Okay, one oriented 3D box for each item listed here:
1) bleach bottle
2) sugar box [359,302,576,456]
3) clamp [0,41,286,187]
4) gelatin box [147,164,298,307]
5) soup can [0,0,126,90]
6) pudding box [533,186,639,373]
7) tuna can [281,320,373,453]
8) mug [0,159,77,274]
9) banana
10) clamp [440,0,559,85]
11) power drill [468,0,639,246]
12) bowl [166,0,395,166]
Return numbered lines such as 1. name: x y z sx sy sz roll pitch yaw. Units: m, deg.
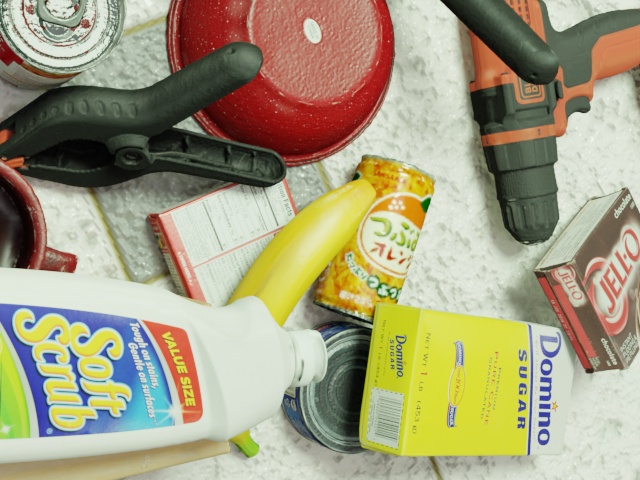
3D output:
1. bleach bottle: -0.115 0.057 0.539 0.250 0.068 0.102 0 91 -26
2. sugar box: 0.104 0.096 0.715 0.175 0.048 0.093 9 88 -41
3. clamp: -0.103 -0.068 0.609 0.171 0.120 0.039 -4 53 -6
4. gelatin box: -0.054 0.001 0.679 0.089 0.030 0.073 -25 100 -21
5. soup can: -0.152 -0.121 0.592 0.068 0.102 0.068 -1 92 -24
6. pudding box: 0.206 0.028 0.767 0.113 0.039 0.090 -44 111 -45
7. tuna can: 0.018 0.098 0.712 0.086 0.034 0.086 -1 92 -23
8. mug: -0.193 0.000 0.590 0.117 0.082 0.093 13 87 -23
9. banana: -0.031 0.046 0.660 0.069 0.037 0.198 8 112 -57
10. clamp: 0.068 -0.181 0.675 0.210 0.036 0.164 19 46 -11
11. power drill: 0.198 -0.100 0.769 0.187 0.057 0.184 -12 97 -23
12. bowl: -0.013 -0.129 0.679 0.161 0.055 0.162 -1 92 -23
